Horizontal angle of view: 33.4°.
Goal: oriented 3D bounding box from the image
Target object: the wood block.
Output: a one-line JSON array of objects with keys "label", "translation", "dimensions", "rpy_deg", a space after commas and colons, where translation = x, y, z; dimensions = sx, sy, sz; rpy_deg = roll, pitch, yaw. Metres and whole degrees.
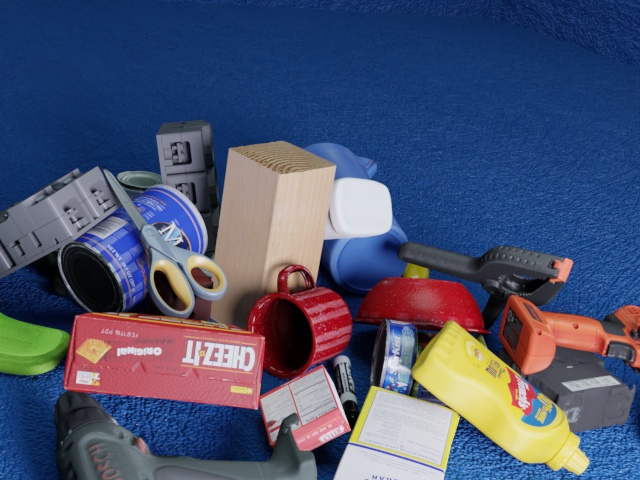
[{"label": "wood block", "translation": [-0.057, 0.001, 1.214], "dimensions": [0.091, 0.206, 0.090], "rpy_deg": [27, 28, 38]}]

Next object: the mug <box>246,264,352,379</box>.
[{"label": "mug", "translation": [-0.021, 0.084, 1.156], "dimensions": [0.093, 0.117, 0.081], "rpy_deg": [-9, 2, 37]}]

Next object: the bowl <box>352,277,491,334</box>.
[{"label": "bowl", "translation": [0.115, 0.074, 1.220], "dimensions": [0.162, 0.055, 0.162], "rpy_deg": [5, -6, 0]}]

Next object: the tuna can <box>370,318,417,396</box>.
[{"label": "tuna can", "translation": [0.077, 0.127, 1.119], "dimensions": [0.033, 0.086, 0.086], "rpy_deg": [9, 21, -4]}]

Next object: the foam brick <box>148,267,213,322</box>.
[{"label": "foam brick", "translation": [-0.154, 0.072, 1.173], "dimensions": [0.052, 0.078, 0.051], "rpy_deg": [-7, 27, -30]}]

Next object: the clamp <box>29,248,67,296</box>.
[{"label": "clamp", "translation": [-0.317, 0.022, 1.288], "dimensions": [0.172, 0.039, 0.120], "rpy_deg": [17, 18, 28]}]

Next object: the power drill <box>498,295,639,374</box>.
[{"label": "power drill", "translation": [0.295, 0.115, 1.125], "dimensions": [0.187, 0.057, 0.184], "rpy_deg": [9, 17, -11]}]

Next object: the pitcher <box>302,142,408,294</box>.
[{"label": "pitcher", "translation": [0.023, -0.023, 1.443], "dimensions": [0.144, 0.149, 0.243], "rpy_deg": [16, 21, -24]}]

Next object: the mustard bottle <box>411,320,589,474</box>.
[{"label": "mustard bottle", "translation": [0.183, 0.163, 1.050], "dimensions": [0.191, 0.058, 0.096], "rpy_deg": [39, 24, 5]}]

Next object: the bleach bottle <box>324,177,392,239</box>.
[{"label": "bleach bottle", "translation": [-0.036, -0.025, 1.317], "dimensions": [0.251, 0.068, 0.102], "rpy_deg": [-9, -8, 43]}]

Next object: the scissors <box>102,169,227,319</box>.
[{"label": "scissors", "translation": [-0.165, -0.001, 1.152], "dimensions": [0.096, 0.016, 0.202], "rpy_deg": [-4, 56, -30]}]

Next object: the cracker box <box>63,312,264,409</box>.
[{"label": "cracker box", "translation": [-0.143, 0.106, 0.990], "dimensions": [0.164, 0.072, 0.214], "rpy_deg": [7, -5, -8]}]

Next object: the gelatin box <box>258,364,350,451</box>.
[{"label": "gelatin box", "translation": [-0.016, 0.165, 1.015], "dimensions": [0.073, 0.030, 0.089], "rpy_deg": [-28, 25, 1]}]

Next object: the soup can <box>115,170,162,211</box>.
[{"label": "soup can", "translation": [-0.233, -0.031, 1.368], "dimensions": [0.068, 0.102, 0.068], "rpy_deg": [8, 21, -3]}]

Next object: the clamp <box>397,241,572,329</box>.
[{"label": "clamp", "translation": [0.195, 0.040, 1.224], "dimensions": [0.164, 0.036, 0.210], "rpy_deg": [37, -27, -19]}]

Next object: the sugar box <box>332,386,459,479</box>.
[{"label": "sugar box", "translation": [0.069, 0.203, 0.979], "dimensions": [0.093, 0.048, 0.176], "rpy_deg": [15, 25, 9]}]

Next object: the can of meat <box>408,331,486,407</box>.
[{"label": "can of meat", "translation": [0.136, 0.140, 1.151], "dimensions": [0.084, 0.057, 0.102], "rpy_deg": [6, 22, -4]}]

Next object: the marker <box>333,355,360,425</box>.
[{"label": "marker", "translation": [0.027, 0.157, 1.114], "dimensions": [0.020, 0.020, 0.121], "rpy_deg": [7, 21, -7]}]

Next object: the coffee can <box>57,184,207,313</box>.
[{"label": "coffee can", "translation": [-0.212, 0.012, 1.217], "dimensions": [0.103, 0.103, 0.140], "rpy_deg": [22, 41, 29]}]

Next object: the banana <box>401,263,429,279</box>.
[{"label": "banana", "translation": [0.104, 0.025, 1.456], "dimensions": [0.069, 0.037, 0.198], "rpy_deg": [3, 22, -15]}]
